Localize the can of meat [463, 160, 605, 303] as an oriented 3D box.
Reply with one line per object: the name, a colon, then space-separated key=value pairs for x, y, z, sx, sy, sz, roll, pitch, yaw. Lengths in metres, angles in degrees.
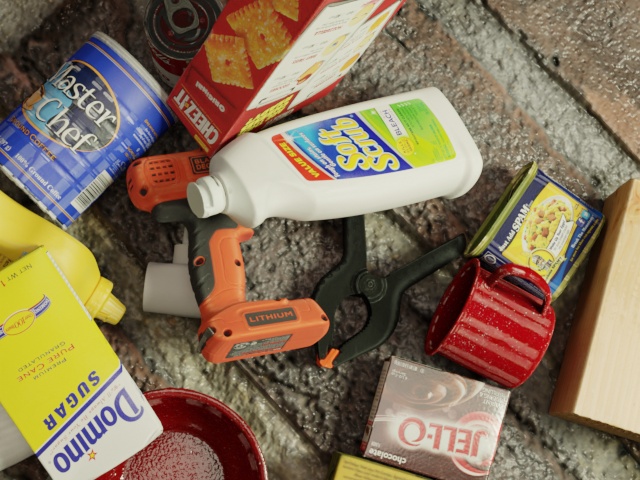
can of meat: x=0.191 y=-0.005 z=0.947 sx=0.084 sy=0.057 sz=0.102 roll=35 pitch=81 yaw=-1

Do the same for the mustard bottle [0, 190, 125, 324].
mustard bottle: x=-0.247 y=0.013 z=0.889 sx=0.191 sy=0.096 sz=0.058 roll=35 pitch=49 yaw=-14

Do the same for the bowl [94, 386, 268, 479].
bowl: x=-0.125 y=0.205 z=0.894 sx=0.162 sy=0.055 sz=0.162 roll=1 pitch=82 yaw=-4

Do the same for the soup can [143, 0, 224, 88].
soup can: x=-0.115 y=-0.174 z=0.926 sx=0.068 sy=0.102 sz=0.068 roll=1 pitch=82 yaw=-4

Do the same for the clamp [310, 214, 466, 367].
clamp: x=0.052 y=0.039 z=0.940 sx=0.120 sy=0.039 sz=0.171 roll=20 pitch=84 yaw=4

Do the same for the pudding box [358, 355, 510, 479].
pudding box: x=0.099 y=0.158 z=0.925 sx=0.113 sy=0.039 sz=0.090 roll=17 pitch=81 yaw=-2

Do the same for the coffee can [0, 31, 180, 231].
coffee can: x=-0.204 y=-0.093 z=0.908 sx=0.103 sy=0.103 sz=0.140 roll=44 pitch=81 yaw=3

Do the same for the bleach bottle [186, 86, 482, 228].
bleach bottle: x=0.010 y=-0.057 z=0.888 sx=0.250 sy=0.068 sz=0.102 roll=-18 pitch=70 yaw=-30

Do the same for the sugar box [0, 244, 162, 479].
sugar box: x=-0.208 y=0.101 z=0.833 sx=0.093 sy=0.048 sz=0.176 roll=-34 pitch=97 yaw=-8

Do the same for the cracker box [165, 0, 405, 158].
cracker box: x=-0.012 y=-0.176 z=0.852 sx=0.072 sy=0.214 sz=0.163 roll=51 pitch=47 yaw=6

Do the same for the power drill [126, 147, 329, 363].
power drill: x=-0.056 y=0.001 z=0.898 sx=0.184 sy=0.057 sz=0.188 roll=-10 pitch=66 yaw=-21

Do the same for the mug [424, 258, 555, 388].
mug: x=0.152 y=0.066 z=0.909 sx=0.081 sy=0.093 sz=0.117 roll=27 pitch=126 yaw=-5
